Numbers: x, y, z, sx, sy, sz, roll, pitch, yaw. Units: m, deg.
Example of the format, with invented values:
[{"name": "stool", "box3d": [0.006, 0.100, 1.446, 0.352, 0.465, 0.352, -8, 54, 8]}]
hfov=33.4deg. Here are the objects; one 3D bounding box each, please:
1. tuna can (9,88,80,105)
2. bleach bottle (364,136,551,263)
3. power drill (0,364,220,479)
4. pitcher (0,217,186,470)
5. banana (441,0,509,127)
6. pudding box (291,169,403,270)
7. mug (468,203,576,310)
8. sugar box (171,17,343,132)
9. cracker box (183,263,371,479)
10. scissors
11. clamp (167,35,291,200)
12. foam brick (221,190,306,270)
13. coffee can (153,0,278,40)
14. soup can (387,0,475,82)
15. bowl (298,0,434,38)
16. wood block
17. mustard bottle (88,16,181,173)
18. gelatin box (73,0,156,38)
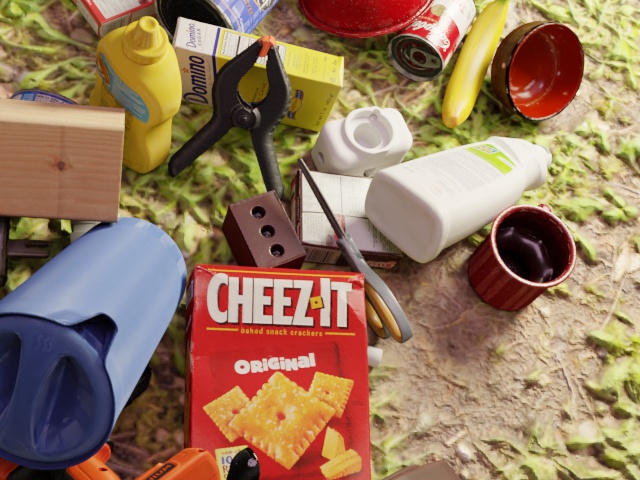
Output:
[{"name": "tuna can", "box3d": [-0.264, -0.108, 1.031, 0.086, 0.086, 0.033, 17, 63, -7]}, {"name": "bleach bottle", "box3d": [0.164, -0.056, 1.110, 0.250, 0.068, 0.103, -20, 51, -41]}, {"name": "power drill", "box3d": [-0.171, 0.176, 0.883, 0.188, 0.057, 0.184, 18, 44, 40]}, {"name": "pitcher", "box3d": [-0.202, 0.076, 0.888, 0.149, 0.145, 0.242, 4, 22, 9]}, {"name": "banana", "box3d": [0.172, -0.201, 1.208, 0.037, 0.069, 0.197, 19, 70, 10]}, {"name": "pudding box", "box3d": [0.027, -0.022, 1.096, 0.113, 0.039, 0.090, 7, 61, -15]}, {"name": "mug", "box3d": [0.207, 0.012, 1.103, 0.093, 0.082, 0.117, 27, 60, -1]}, {"name": "sugar box", "box3d": [-0.071, -0.170, 1.111, 0.176, 0.093, 0.048, 10, 62, -10]}, {"name": "cracker box", "box3d": [-0.040, 0.134, 0.967, 0.164, 0.072, 0.213, 3, 71, -13]}, {"name": "scissors", "box3d": [0.028, 0.018, 1.044, 0.016, 0.096, 0.202, -28, 73, -16]}, {"name": "clamp", "box3d": [-0.086, -0.122, 1.065, 0.120, 0.171, 0.039, 6, 19, -10]}, {"name": "foam brick", "box3d": [-0.057, 0.001, 1.053, 0.052, 0.051, 0.078, -20, 71, -23]}, {"name": "coffee can", "box3d": [-0.098, -0.275, 1.150, 0.103, 0.103, 0.140, 33, 60, 2]}, {"name": "soup can", "box3d": [0.128, -0.239, 1.215, 0.068, 0.069, 0.102, 31, 60, 1]}, {"name": "bowl", "box3d": [0.051, -0.301, 1.197, 0.162, 0.055, 0.162, -5, 52, 6]}, {"name": "wood block", "box3d": [-0.281, -0.074, 0.946, 0.206, 0.090, 0.091, 4, 107, -11]}, {"name": "mustard bottle", "box3d": [-0.174, -0.147, 1.013, 0.058, 0.192, 0.096, -34, 77, -27]}, {"name": "gelatin box", "box3d": [-0.219, -0.267, 1.155, 0.089, 0.030, 0.073, -29, 73, -26]}]
